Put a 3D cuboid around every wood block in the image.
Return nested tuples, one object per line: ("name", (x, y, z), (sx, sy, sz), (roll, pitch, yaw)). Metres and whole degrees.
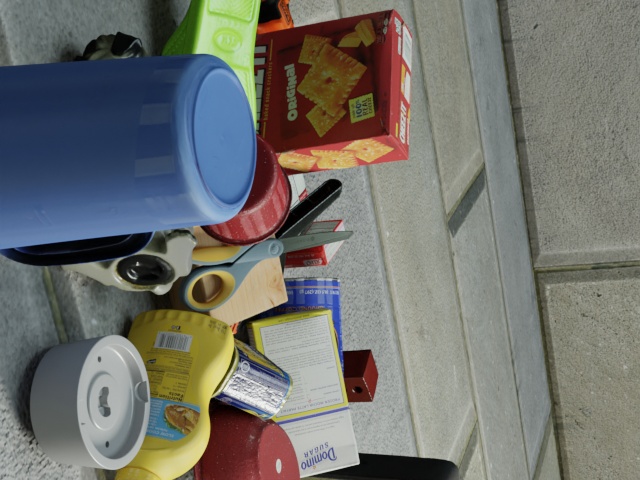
("wood block", (-0.110, -0.029, 1.042), (0.090, 0.090, 0.206), (-22, 111, -30))

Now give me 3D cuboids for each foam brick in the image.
("foam brick", (0.033, 0.183, 1.435), (0.051, 0.078, 0.053), (-73, 150, -47))

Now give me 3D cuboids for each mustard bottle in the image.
("mustard bottle", (-0.143, 0.154, 0.949), (0.058, 0.096, 0.191), (89, 11, -52))

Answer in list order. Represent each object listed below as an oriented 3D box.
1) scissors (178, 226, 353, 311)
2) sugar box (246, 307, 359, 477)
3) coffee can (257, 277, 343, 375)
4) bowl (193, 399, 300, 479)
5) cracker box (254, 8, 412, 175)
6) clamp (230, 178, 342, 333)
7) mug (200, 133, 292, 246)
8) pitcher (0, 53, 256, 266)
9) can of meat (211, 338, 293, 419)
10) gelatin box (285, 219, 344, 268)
("scissors", (-0.057, 0.025, 1.023), (0.201, 0.016, 0.096), (8, 96, -35))
("sugar box", (-0.020, 0.168, 1.179), (0.048, 0.093, 0.176), (174, -93, -76))
("coffee can", (-0.024, 0.117, 1.261), (0.102, 0.103, 0.140), (14, 73, -68))
("bowl", (-0.064, 0.234, 1.075), (0.162, 0.055, 0.162), (50, 31, -46))
("cracker box", (-0.007, -0.163, 1.210), (0.072, 0.214, 0.164), (44, 46, -58))
("clamp", (-0.058, 0.001, 1.168), (0.164, 0.036, 0.210), (13, 98, -46))
("mug", (-0.082, -0.057, 0.934), (0.093, 0.117, 0.081), (-46, 169, -8))
("pitcher", (-0.167, -0.052, 0.722), (0.149, 0.243, 0.145), (-8, 95, -68))
("can of meat", (-0.087, 0.129, 1.063), (0.083, 0.102, 0.057), (31, 90, -38))
("gelatin box", (-0.015, 0.005, 1.351), (0.089, 0.073, 0.030), (-55, 135, -59))
